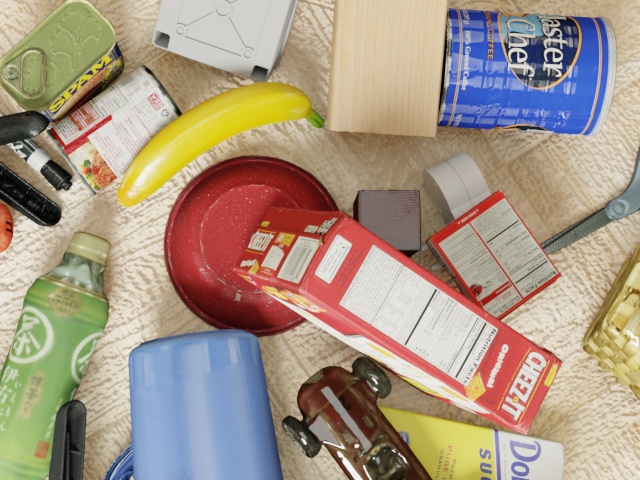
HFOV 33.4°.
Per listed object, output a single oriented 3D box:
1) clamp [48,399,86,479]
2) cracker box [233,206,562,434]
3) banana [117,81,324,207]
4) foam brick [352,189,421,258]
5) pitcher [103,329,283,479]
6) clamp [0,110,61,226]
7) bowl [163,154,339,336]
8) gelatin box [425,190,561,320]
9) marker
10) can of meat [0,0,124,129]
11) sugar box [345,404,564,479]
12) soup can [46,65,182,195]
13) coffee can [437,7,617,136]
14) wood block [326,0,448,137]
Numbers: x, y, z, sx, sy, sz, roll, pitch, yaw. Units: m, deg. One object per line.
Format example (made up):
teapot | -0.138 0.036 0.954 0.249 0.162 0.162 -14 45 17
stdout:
clamp | -0.201 0.241 0.829 0.210 0.036 0.165 -52 56 13
cracker box | 0.055 0.056 0.825 0.213 0.164 0.072 33 81 -19
banana | -0.084 -0.089 0.898 0.197 0.037 0.069 -23 124 -16
foam brick | 0.055 -0.013 0.907 0.053 0.078 0.051 1 84 -2
pitcher | -0.099 0.200 0.856 0.149 0.145 0.243 -3 79 -23
clamp | -0.293 -0.082 0.892 0.171 0.120 0.039 21 42 2
bowl | -0.056 0.001 0.913 0.162 0.055 0.162 0 83 -2
gelatin box | 0.141 0.016 0.877 0.073 0.030 0.089 -34 86 -7
marker | -0.264 -0.086 0.933 0.121 0.020 0.020 42 83 3
can of meat | -0.218 -0.147 0.910 0.102 0.084 0.057 -44 87 -7
sugar box | 0.112 0.198 0.899 0.176 0.048 0.093 11 83 0
soup can | -0.173 -0.095 0.913 0.102 0.068 0.068 -36 86 -6
coffee can | 0.170 -0.144 0.915 0.140 0.103 0.103 3 83 -2
wood block | 0.057 -0.196 0.892 0.091 0.090 0.206 3 103 -1
